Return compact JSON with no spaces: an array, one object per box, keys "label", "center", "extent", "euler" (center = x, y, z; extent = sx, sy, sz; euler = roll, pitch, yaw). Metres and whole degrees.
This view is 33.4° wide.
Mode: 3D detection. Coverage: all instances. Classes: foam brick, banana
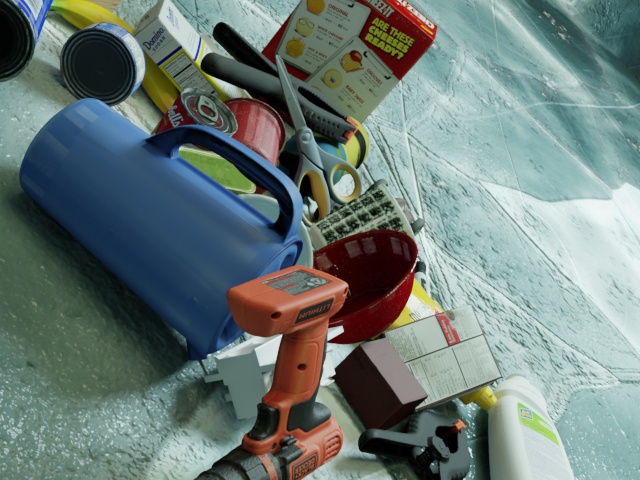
[{"label":"foam brick","center":[0.059,0.145,1.069],"extent":[0.051,0.053,0.078],"euler":[-4,53,-53]},{"label":"banana","center":[-0.230,-0.218,1.232],"extent":[0.198,0.037,0.069],"euler":[39,47,-3]}]

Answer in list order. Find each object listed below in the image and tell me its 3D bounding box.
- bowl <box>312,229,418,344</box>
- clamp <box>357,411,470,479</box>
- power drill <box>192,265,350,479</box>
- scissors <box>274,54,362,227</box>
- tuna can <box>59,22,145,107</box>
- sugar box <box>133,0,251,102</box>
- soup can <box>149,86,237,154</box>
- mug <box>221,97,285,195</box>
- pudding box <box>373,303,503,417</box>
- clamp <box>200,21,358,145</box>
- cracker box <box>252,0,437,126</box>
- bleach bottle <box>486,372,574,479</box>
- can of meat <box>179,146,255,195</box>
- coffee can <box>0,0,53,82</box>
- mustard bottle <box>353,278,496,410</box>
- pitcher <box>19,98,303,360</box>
[{"label":"bowl","center":[0.034,0.057,1.091],"extent":[0.162,0.162,0.055],"euler":[-78,145,-58]},{"label":"clamp","center":[0.098,0.207,1.047],"extent":[0.120,0.039,0.171],"euler":[52,23,-2]},{"label":"power drill","center":[-0.043,0.123,0.846],"extent":[0.057,0.188,0.184],"euler":[20,24,31]},{"label":"scissors","center":[-0.001,-0.114,1.211],"extent":[0.096,0.202,0.016],"euler":[-11,16,-25]},{"label":"tuna can","center":[-0.230,-0.186,1.131],"extent":[0.086,0.086,0.033],"euler":[39,27,-6]},{"label":"sugar box","center":[-0.141,-0.194,1.241],"extent":[0.176,0.048,0.093],"euler":[47,17,-21]},{"label":"soup can","center":[-0.142,-0.099,1.102],"extent":[0.068,0.102,0.068],"euler":[31,31,-21]},{"label":"mug","center":[-0.100,-0.099,1.184],"extent":[0.117,0.093,0.081],"euler":[6,40,0]},{"label":"pudding box","center":[0.123,0.124,1.120],"extent":[0.113,0.039,0.090],"euler":[-17,77,-19]},{"label":"clamp","center":[-0.050,-0.175,1.239],"extent":[0.210,0.036,0.164],"euler":[34,21,-7]},{"label":"cracker box","center":[0.022,-0.241,1.386],"extent":[0.164,0.214,0.072],"euler":[37,29,-9]},{"label":"bleach bottle","center":[0.228,0.234,1.151],"extent":[0.102,0.068,0.250],"euler":[35,27,-14]},{"label":"can of meat","center":[-0.127,-0.042,1.062],"extent":[0.101,0.084,0.057],"euler":[9,42,-46]},{"label":"coffee can","center":[-0.323,-0.235,1.062],"extent":[0.102,0.103,0.140],"euler":[29,31,-23]},{"label":"mustard bottle","center":[0.120,0.115,1.179],"extent":[0.191,0.058,0.096],"euler":[45,42,3]},{"label":"pitcher","center":[-0.139,-0.025,0.943],"extent":[0.243,0.145,0.149],"euler":[38,66,9]}]
